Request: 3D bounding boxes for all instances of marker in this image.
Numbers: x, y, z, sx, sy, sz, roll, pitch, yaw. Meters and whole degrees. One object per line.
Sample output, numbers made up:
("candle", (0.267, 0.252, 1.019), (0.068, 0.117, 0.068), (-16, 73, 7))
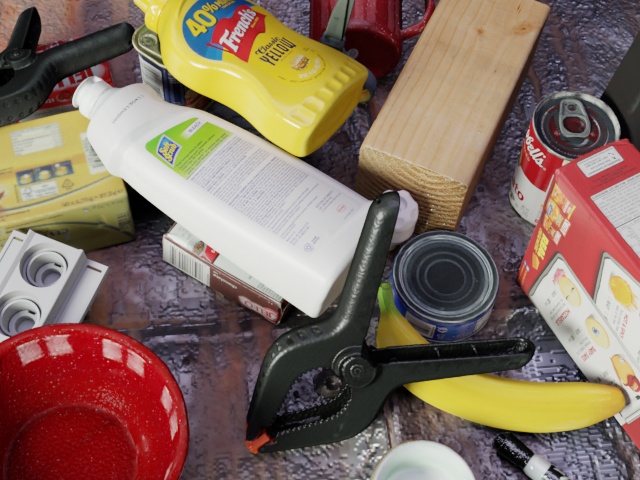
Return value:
("marker", (0.176, 0.179, 0.764), (0.121, 0.020, 0.020), (36, 63, 18))

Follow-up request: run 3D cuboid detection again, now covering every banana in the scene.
("banana", (0.119, 0.102, 0.784), (0.198, 0.070, 0.037), (24, 23, 9))

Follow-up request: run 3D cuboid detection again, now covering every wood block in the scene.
("wood block", (0.110, -0.113, 0.895), (0.090, 0.091, 0.206), (22, 60, 10))

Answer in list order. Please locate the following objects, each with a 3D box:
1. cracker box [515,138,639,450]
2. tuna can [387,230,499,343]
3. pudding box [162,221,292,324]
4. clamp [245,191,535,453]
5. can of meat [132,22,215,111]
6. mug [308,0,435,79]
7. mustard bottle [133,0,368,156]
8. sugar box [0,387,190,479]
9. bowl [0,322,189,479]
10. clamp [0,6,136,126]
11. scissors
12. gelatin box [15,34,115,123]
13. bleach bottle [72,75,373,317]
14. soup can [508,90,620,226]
("cracker box", (0.237, 0.057, 0.756), (0.072, 0.164, 0.214), (-26, 63, -15))
("tuna can", (0.096, 0.035, 0.838), (0.086, 0.034, 0.086), (1, 59, -2))
("pudding box", (-0.056, 0.001, 0.848), (0.113, 0.039, 0.090), (30, 59, 11))
("clamp", (0.022, 0.072, 0.745), (0.210, 0.164, 0.036), (-32, 20, 11))
("can of meat", (-0.109, -0.159, 0.915), (0.057, 0.084, 0.102), (35, 63, 16))
("mug", (0.043, -0.194, 0.937), (0.117, 0.093, 0.081), (-5, 60, 12))
("mustard bottle", (-0.065, -0.146, 0.828), (0.192, 0.058, 0.096), (33, 53, 12))
("sugar box", (-0.171, 0.178, 0.731), (0.093, 0.048, 0.176), (25, 57, 11))
("bowl", (-0.166, 0.137, 0.697), (0.162, 0.055, 0.162), (3, 57, -4))
("clamp", (-0.230, -0.138, 0.863), (0.120, 0.039, 0.171), (3, 44, 24))
("scissors", (0.025, -0.152, 0.868), (0.096, 0.202, 0.016), (20, 75, -18))
("gelatin box", (-0.226, -0.138, 0.928), (0.089, 0.030, 0.073), (-13, 60, -10))
("bleach bottle", (-0.076, -0.051, 0.807), (0.251, 0.068, 0.102), (35, 54, 10))
("soup can", (0.194, -0.063, 0.862), (0.068, 0.102, 0.068), (1, 59, -2))
